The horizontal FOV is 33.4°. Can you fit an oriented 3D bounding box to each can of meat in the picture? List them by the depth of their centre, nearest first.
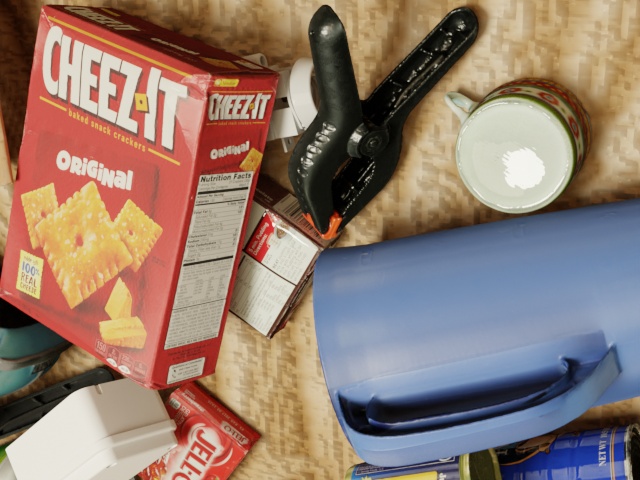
[{"bbox_3d":[0.067,0.178,0.645,0.084,0.057,0.102,-15,79,25],"label":"can of meat"}]

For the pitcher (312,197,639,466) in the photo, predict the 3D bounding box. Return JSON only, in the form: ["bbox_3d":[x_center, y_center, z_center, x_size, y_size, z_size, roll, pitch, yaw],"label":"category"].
[{"bbox_3d":[0.123,0.051,0.630,0.243,0.145,0.149,-13,70,16],"label":"pitcher"}]

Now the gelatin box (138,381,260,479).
[{"bbox_3d":[-0.100,0.162,0.825,0.073,0.030,0.089,39,118,4],"label":"gelatin box"}]

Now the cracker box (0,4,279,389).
[{"bbox_3d":[-0.129,-0.031,0.709,0.164,0.071,0.214,26,112,32],"label":"cracker box"}]

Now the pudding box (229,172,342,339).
[{"bbox_3d":[-0.055,0.001,0.747,0.113,0.039,0.090,36,120,9],"label":"pudding box"}]

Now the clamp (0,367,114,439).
[{"bbox_3d":[-0.269,0.150,0.849,0.210,0.164,0.036,-26,82,49],"label":"clamp"}]

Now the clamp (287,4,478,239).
[{"bbox_3d":[0.033,-0.077,0.669,0.039,0.120,0.172,60,148,37],"label":"clamp"}]
